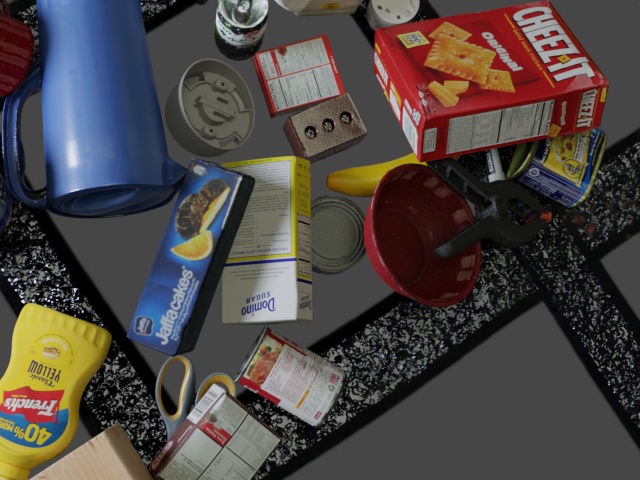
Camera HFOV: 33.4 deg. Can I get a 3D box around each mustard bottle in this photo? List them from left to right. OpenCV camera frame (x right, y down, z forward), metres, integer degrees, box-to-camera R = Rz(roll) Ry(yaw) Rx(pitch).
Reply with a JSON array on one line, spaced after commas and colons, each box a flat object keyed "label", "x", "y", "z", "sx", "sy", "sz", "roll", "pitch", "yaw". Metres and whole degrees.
[{"label": "mustard bottle", "x": -0.291, "y": 0.167, "z": 1.091, "sx": 0.096, "sy": 0.058, "sz": 0.191, "roll": 20, "pitch": 79, "yaw": -2}]

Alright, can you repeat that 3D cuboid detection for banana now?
[{"label": "banana", "x": 0.102, "y": -0.093, "z": 1.208, "sx": 0.197, "sy": 0.037, "sz": 0.070, "roll": -33, "pitch": 70, "yaw": -14}]

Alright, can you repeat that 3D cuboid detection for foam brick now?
[{"label": "foam brick", "x": 0.005, "y": -0.123, "z": 1.187, "sx": 0.078, "sy": 0.051, "sz": 0.053, "roll": -25, "pitch": 86, "yaw": -12}]

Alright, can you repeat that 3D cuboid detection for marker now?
[{"label": "marker", "x": 0.194, "y": -0.120, "z": 1.234, "sx": 0.020, "sy": 0.020, "sz": 0.121, "roll": -9, "pitch": 82, "yaw": -10}]

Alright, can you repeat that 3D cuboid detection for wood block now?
[{"label": "wood block", "x": -0.191, "y": 0.296, "z": 1.064, "sx": 0.091, "sy": 0.090, "sz": 0.206, "roll": -32, "pitch": 87, "yaw": -4}]

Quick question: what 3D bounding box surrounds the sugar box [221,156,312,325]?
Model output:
[{"label": "sugar box", "x": -0.058, "y": 0.001, "z": 1.143, "sx": 0.093, "sy": 0.048, "sz": 0.176, "roll": -4, "pitch": 83, "yaw": 26}]

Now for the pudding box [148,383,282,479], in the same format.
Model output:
[{"label": "pudding box", "x": -0.108, "y": 0.221, "z": 1.110, "sx": 0.090, "sy": 0.039, "sz": 0.113, "roll": 43, "pitch": 78, "yaw": -21}]

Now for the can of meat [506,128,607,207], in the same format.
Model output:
[{"label": "can of meat", "x": 0.272, "y": -0.098, "z": 1.218, "sx": 0.084, "sy": 0.057, "sz": 0.102, "roll": 27, "pitch": 67, "yaw": -6}]

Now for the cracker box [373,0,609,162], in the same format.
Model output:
[{"label": "cracker box", "x": 0.183, "y": -0.181, "z": 1.178, "sx": 0.213, "sy": 0.072, "sz": 0.164, "roll": -12, "pitch": 49, "yaw": -10}]

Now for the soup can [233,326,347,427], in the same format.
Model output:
[{"label": "soup can", "x": -0.031, "y": 0.145, "z": 1.131, "sx": 0.102, "sy": 0.068, "sz": 0.068, "roll": 30, "pitch": 78, "yaw": -4}]

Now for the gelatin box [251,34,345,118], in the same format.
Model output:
[{"label": "gelatin box", "x": -0.025, "y": -0.185, "z": 1.204, "sx": 0.089, "sy": 0.030, "sz": 0.073, "roll": -17, "pitch": 85, "yaw": -11}]

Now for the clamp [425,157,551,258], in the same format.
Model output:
[{"label": "clamp", "x": 0.184, "y": -0.024, "z": 1.176, "sx": 0.171, "sy": 0.039, "sz": 0.120, "roll": 16, "pitch": 71, "yaw": -27}]

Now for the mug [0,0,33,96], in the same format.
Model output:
[{"label": "mug", "x": -0.345, "y": -0.206, "z": 1.084, "sx": 0.081, "sy": 0.093, "sz": 0.117, "roll": 17, "pitch": 65, "yaw": -43}]

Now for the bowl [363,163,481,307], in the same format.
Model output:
[{"label": "bowl", "x": 0.100, "y": 0.000, "z": 1.162, "sx": 0.161, "sy": 0.055, "sz": 0.162, "roll": 15, "pitch": 65, "yaw": -35}]

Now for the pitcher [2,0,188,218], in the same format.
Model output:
[{"label": "pitcher", "x": -0.242, "y": -0.148, "z": 1.118, "sx": 0.148, "sy": 0.145, "sz": 0.243, "roll": 2, "pitch": 74, "yaw": -44}]

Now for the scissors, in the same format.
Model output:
[{"label": "scissors", "x": -0.136, "y": 0.221, "z": 1.129, "sx": 0.096, "sy": 0.016, "sz": 0.202, "roll": 1, "pitch": 85, "yaw": -13}]

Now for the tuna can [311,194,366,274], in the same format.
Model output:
[{"label": "tuna can", "x": 0.011, "y": -0.005, "z": 1.179, "sx": 0.086, "sy": 0.034, "sz": 0.086, "roll": 1, "pitch": 81, "yaw": -9}]
